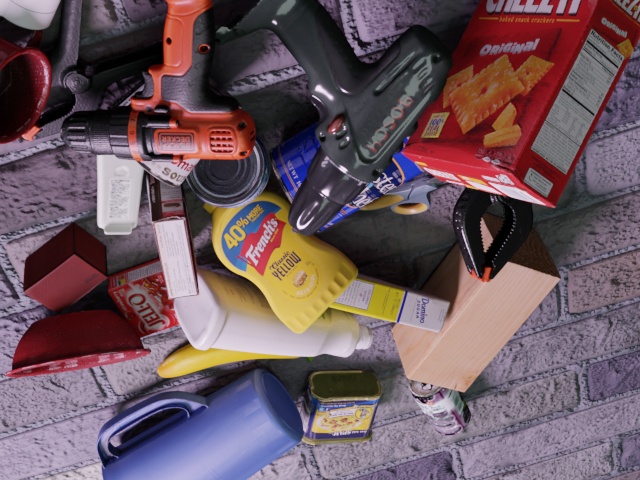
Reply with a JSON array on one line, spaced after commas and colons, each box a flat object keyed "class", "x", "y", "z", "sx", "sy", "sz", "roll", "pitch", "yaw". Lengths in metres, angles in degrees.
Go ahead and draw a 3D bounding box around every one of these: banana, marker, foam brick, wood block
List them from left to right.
[{"class": "foam brick", "x": -0.276, "y": 0.031, "z": 1.158, "sx": 0.078, "sy": 0.051, "sz": 0.053, "roll": -34, "pitch": 131, "yaw": 16}, {"class": "marker", "x": -0.193, "y": -0.128, "z": 1.040, "sx": 0.121, "sy": 0.020, "sz": 0.020, "roll": -40, "pitch": 130, "yaw": 2}, {"class": "banana", "x": -0.100, "y": 0.138, "z": 1.309, "sx": 0.197, "sy": 0.037, "sz": 0.070, "roll": -3, "pitch": 131, "yaw": -12}, {"class": "wood block", "x": 0.184, "y": 0.077, "z": 1.293, "sx": 0.090, "sy": 0.090, "sz": 0.206, "roll": 16, "pitch": 126, "yaw": -26}]

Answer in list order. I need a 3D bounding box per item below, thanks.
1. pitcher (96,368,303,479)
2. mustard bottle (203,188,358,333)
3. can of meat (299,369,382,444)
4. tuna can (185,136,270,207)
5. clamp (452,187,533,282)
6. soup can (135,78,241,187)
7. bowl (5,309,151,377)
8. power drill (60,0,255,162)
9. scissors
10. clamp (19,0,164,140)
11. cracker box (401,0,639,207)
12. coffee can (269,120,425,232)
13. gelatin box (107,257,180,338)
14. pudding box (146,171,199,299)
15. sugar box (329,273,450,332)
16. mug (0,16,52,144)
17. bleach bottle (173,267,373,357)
[{"class": "pitcher", "x": -0.152, "y": 0.259, "z": 1.349, "sx": 0.243, "sy": 0.145, "sz": 0.149, "roll": -33, "pitch": 157, "yaw": 10}, {"class": "mustard bottle", "x": -0.057, "y": 0.001, "z": 1.135, "sx": 0.191, "sy": 0.058, "sz": 0.096, "roll": 44, "pitch": 97, "yaw": 2}, {"class": "can of meat", "x": 0.025, "y": 0.217, "z": 1.399, "sx": 0.102, "sy": 0.057, "sz": 0.084, "roll": 0, "pitch": 128, "yaw": -16}, {"class": "tuna can", "x": -0.095, "y": -0.076, "z": 1.088, "sx": 0.086, "sy": 0.033, "sz": 0.086, "roll": 0, "pitch": 91, "yaw": 6}, {"class": "clamp", "x": 0.186, "y": -0.061, "z": 1.158, "sx": 0.164, "sy": 0.036, "sz": 0.210, "roll": 15, "pitch": 97, "yaw": -21}, {"class": "soup can", "x": -0.134, "y": -0.112, "z": 1.040, "sx": 0.068, "sy": 0.069, "sz": 0.102, "roll": 33, "pitch": 100, "yaw": -35}, {"class": "bowl", "x": -0.274, "y": 0.113, "z": 1.199, "sx": 0.162, "sy": 0.055, "sz": 0.162, "roll": -10, "pitch": 171, "yaw": -2}, {"class": "power drill", "x": -0.153, "y": -0.160, "z": 0.952, "sx": 0.184, "sy": 0.057, "sz": 0.188, "roll": 2, "pitch": 116, "yaw": 8}, {"class": "scissors", "x": 0.122, "y": -0.056, "z": 1.145, "sx": 0.202, "sy": 0.016, "sz": 0.096, "roll": -12, "pitch": 161, "yaw": 42}, {"class": "clamp", "x": -0.220, "y": -0.158, "z": 1.013, "sx": 0.120, "sy": 0.039, "sz": 0.172, "roll": 28, "pitch": 119, "yaw": -22}, {"class": "cracker box", "x": 0.187, "y": -0.150, "z": 0.984, "sx": 0.072, "sy": 0.164, "sz": 0.213, "roll": 29, "pitch": 86, "yaw": -33}, {"class": "coffee can", "x": 0.033, "y": -0.086, "z": 1.099, "sx": 0.140, "sy": 0.103, "sz": 0.102, "roll": -30, "pitch": 131, "yaw": 13}, {"class": "gelatin box", "x": -0.194, "y": 0.067, "z": 1.225, "sx": 0.073, "sy": 0.030, "sz": 0.089, "roll": -19, "pitch": 133, "yaw": 3}, {"class": "pudding box", "x": -0.155, "y": -0.008, "z": 1.128, "sx": 0.039, "sy": 0.090, "sz": 0.113, "roll": -11, "pitch": 132, "yaw": -5}, {"class": "sugar box", "x": 0.052, "y": 0.064, "z": 1.242, "sx": 0.176, "sy": 0.093, "sz": 0.048, "roll": 18, "pitch": 90, "yaw": -25}, {"class": "mug", "x": -0.296, "y": -0.155, "z": 0.956, "sx": 0.117, "sy": 0.081, "sz": 0.093, "roll": -61, "pitch": 163, "yaw": -7}, {"class": "bleach bottle", "x": -0.040, "y": 0.097, "z": 1.234, "sx": 0.250, "sy": 0.103, "sz": 0.068, "roll": 15, "pitch": 112, "yaw": -34}]
